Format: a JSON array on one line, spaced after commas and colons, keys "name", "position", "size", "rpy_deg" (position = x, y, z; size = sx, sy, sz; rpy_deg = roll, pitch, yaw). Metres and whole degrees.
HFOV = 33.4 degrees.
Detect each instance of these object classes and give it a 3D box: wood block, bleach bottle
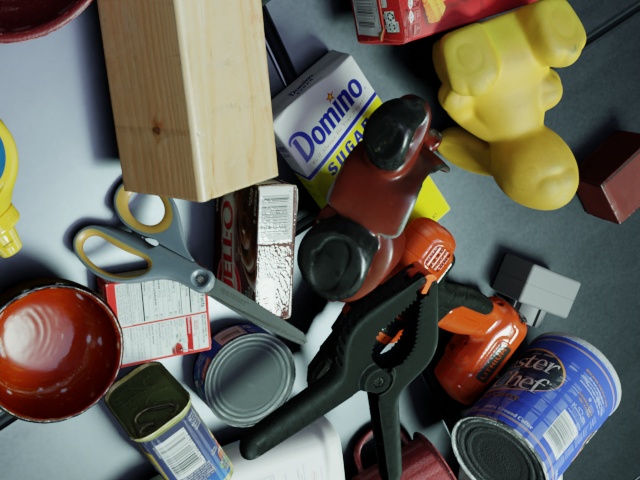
[{"name": "wood block", "position": [-0.102, -0.143, 0.800], "size": [0.090, 0.091, 0.206], "rpy_deg": [-24, 116, -47]}, {"name": "bleach bottle", "position": [-0.104, 0.230, 0.931], "size": [0.250, 0.068, 0.102], "rpy_deg": [-12, 108, -21]}]

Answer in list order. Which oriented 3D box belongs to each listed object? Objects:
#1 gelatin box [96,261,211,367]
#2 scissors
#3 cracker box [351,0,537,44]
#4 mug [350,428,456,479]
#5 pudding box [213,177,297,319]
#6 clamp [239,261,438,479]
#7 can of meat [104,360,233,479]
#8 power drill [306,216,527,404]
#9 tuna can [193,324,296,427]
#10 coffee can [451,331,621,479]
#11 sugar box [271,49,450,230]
[{"name": "gelatin box", "position": [-0.137, 0.061, 0.886], "size": [0.089, 0.030, 0.073], "rpy_deg": [-10, 106, -25]}, {"name": "scissors", "position": [-0.095, 0.011, 0.840], "size": [0.202, 0.016, 0.096], "rpy_deg": [14, 77, 7]}, {"name": "cracker box", "position": [0.119, -0.268, 0.889], "size": [0.213, 0.072, 0.164], "rpy_deg": [-22, 113, -29]}, {"name": "mug", "position": [0.075, 0.232, 1.014], "size": [0.081, 0.093, 0.117], "rpy_deg": [-29, 84, -13]}, {"name": "pudding box", "position": [-0.056, 0.001, 0.877], "size": [0.039, 0.090, 0.113], "rpy_deg": [-2, 104, -28]}, {"name": "clamp", "position": [0.031, 0.112, 0.887], "size": [0.164, 0.036, 0.210], "rpy_deg": [11, 109, -31]}, {"name": "can of meat", "position": [-0.124, 0.159, 0.879], "size": [0.057, 0.102, 0.084], "rpy_deg": [-36, 118, -15]}, {"name": "power drill", "position": [0.092, 0.087, 0.970], "size": [0.187, 0.057, 0.184], "rpy_deg": [31, 99, -44]}, {"name": "tuna can", "position": [-0.067, 0.117, 0.934], "size": [0.086, 0.034, 0.086], "rpy_deg": [-7, 107, -25]}, {"name": "coffee can", "position": [0.205, 0.166, 1.008], "size": [0.140, 0.103, 0.103], "rpy_deg": [-38, 119, -36]}, {"name": "sugar box", "position": [0.030, -0.067, 0.926], "size": [0.093, 0.048, 0.176], "rpy_deg": [-41, 120, -8]}]
